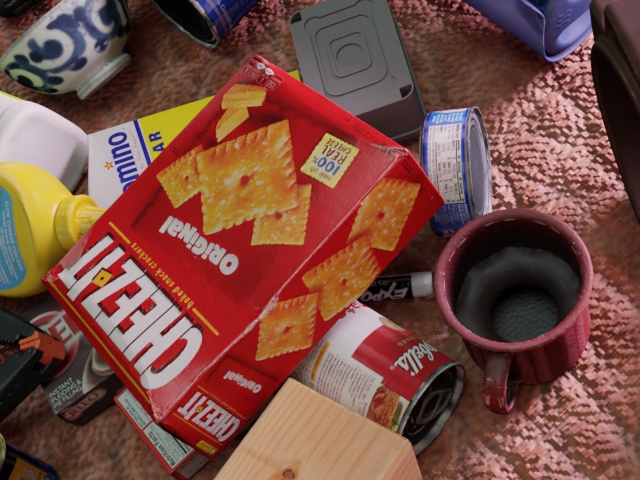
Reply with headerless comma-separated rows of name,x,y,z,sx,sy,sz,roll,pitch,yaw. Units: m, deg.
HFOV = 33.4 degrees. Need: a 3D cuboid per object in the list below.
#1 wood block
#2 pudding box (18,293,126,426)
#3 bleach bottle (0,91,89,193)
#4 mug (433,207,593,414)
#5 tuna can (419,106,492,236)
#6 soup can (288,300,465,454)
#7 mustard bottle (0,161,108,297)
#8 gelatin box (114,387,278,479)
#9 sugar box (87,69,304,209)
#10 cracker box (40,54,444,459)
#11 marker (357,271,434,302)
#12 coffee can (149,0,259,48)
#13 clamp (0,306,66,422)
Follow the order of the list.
wood block,-0.033,0.195,0.602,0.091,0.090,0.206,24,62,29
pudding box,-0.154,0.064,0.763,0.113,0.039,0.090,-35,58,-2
bleach bottle,-0.307,-0.111,0.868,0.251,0.102,0.068,26,89,27
mug,0.120,0.050,0.654,0.093,0.081,0.117,5,65,20
tuna can,0.091,-0.045,0.711,0.034,0.086,0.086,-4,62,18
soup can,0.031,0.082,0.675,0.102,0.068,0.068,31,76,29
mustard bottle,-0.230,-0.007,0.759,0.192,0.058,0.096,-3,102,22
gelatin box,-0.084,0.107,0.723,0.089,0.030,0.073,-42,60,-6
sugar box,-0.088,-0.058,0.801,0.176,0.048,0.093,-15,60,9
cracker box,-0.054,0.001,0.674,0.213,0.072,0.164,-47,49,-4
marker,0.045,0.032,0.725,0.121,0.020,0.020,-6,62,15
coffee can,-0.074,-0.240,0.858,0.103,0.102,0.140,36,79,30
clamp,-0.273,0.091,0.770,0.210,0.036,0.164,-24,57,22
